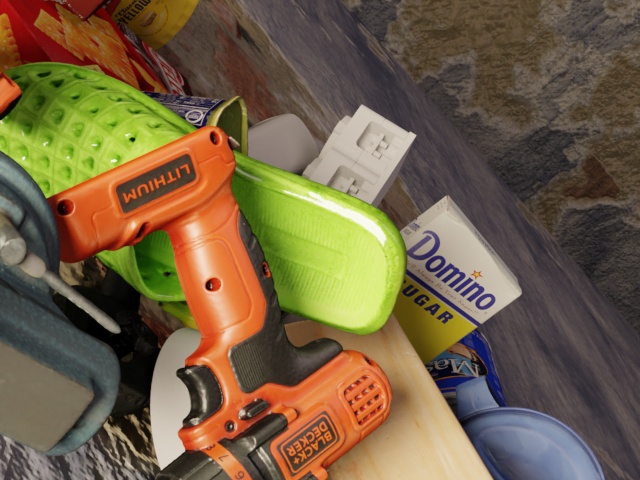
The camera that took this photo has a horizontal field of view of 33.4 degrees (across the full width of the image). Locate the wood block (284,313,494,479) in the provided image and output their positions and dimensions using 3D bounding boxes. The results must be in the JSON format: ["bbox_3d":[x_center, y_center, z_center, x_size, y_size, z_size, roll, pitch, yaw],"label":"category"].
[{"bbox_3d":[0.038,0.145,0.648,0.206,0.090,0.091,-120,-155,-47],"label":"wood block"}]

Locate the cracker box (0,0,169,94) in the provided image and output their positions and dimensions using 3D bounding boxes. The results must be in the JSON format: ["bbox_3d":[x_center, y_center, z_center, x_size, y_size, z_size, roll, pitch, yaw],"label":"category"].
[{"bbox_3d":[-0.199,-0.143,0.759,0.214,0.072,0.164,53,15,8],"label":"cracker box"}]

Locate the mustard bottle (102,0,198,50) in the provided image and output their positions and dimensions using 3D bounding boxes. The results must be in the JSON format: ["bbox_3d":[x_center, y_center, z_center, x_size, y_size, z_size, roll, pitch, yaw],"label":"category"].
[{"bbox_3d":[-0.193,-0.230,0.930,0.058,0.096,0.191,59,17,25],"label":"mustard bottle"}]

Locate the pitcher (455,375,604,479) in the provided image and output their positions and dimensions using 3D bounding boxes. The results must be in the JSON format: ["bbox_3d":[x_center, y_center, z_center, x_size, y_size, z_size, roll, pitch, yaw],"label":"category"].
[{"bbox_3d":[0.156,0.214,0.784,0.145,0.149,0.242,21,-18,32],"label":"pitcher"}]

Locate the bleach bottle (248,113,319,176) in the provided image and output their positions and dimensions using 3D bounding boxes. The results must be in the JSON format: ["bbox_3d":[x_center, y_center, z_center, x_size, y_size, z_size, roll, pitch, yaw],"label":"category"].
[{"bbox_3d":[-0.084,-0.048,0.857,0.068,0.103,0.250,60,22,-1],"label":"bleach bottle"}]

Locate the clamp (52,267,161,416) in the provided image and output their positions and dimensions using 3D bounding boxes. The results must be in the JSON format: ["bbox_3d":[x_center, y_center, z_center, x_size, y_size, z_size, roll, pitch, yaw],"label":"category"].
[{"bbox_3d":[-0.117,0.052,0.613,0.120,0.039,0.171,50,7,19],"label":"clamp"}]

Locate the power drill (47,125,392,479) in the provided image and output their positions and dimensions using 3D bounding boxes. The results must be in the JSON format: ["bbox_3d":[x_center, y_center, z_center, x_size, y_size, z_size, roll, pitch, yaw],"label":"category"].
[{"bbox_3d":[-0.067,0.054,0.511,0.184,0.057,0.187,-32,101,-35],"label":"power drill"}]

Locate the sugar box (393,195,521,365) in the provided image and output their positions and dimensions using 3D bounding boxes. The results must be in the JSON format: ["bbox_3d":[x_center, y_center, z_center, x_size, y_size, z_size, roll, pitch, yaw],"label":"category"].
[{"bbox_3d":[0.061,0.055,0.846,0.093,0.176,0.048,48,16,-11],"label":"sugar box"}]
